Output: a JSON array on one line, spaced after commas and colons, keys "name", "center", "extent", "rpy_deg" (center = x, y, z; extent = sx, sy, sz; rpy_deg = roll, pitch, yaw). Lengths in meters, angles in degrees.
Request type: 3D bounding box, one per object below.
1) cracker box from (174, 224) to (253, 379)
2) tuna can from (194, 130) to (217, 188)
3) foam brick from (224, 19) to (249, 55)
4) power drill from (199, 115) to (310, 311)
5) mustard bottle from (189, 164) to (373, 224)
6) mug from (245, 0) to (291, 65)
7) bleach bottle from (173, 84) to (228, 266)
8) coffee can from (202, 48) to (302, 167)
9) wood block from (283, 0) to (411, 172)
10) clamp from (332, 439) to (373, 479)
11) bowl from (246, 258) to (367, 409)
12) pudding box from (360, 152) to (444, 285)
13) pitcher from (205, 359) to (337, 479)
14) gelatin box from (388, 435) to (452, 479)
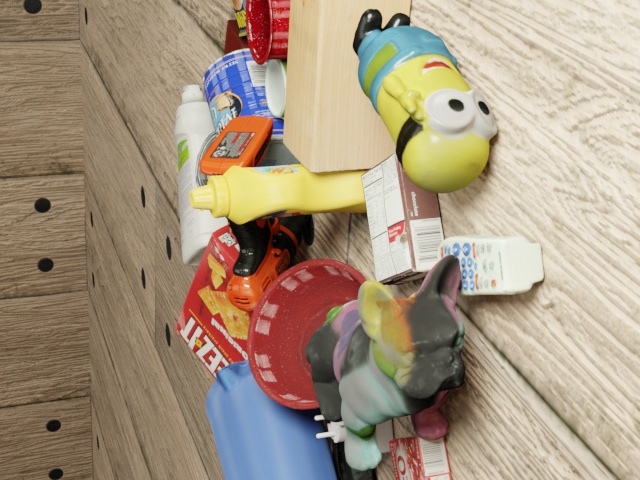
[{"name": "cracker box", "center": [-0.092, 0.099, 1.330], "extent": [0.164, 0.072, 0.214], "rpy_deg": [49, 141, 18]}, {"name": "tuna can", "center": [-0.124, -0.096, 1.363], "extent": [0.086, 0.033, 0.086], "rpy_deg": [-20, 64, 49]}, {"name": "foam brick", "center": [-0.086, -0.243, 1.355], "extent": [0.078, 0.053, 0.051], "rpy_deg": [-122, 32, -49]}, {"name": "power drill", "center": [-0.067, -0.042, 1.190], "extent": [0.184, 0.057, 0.187], "rpy_deg": [-64, -32, -48]}, {"name": "mustard bottle", "center": [-0.034, -0.049, 1.055], "extent": [0.096, 0.191, 0.058], "rpy_deg": [-167, 73, -70]}, {"name": "mug", "center": [-0.034, -0.242, 1.165], "extent": [0.117, 0.081, 0.093], "rpy_deg": [-140, 47, -63]}, {"name": "bleach bottle", "center": [-0.160, -0.097, 1.450], "extent": [0.103, 0.068, 0.251], "rpy_deg": [-37, 57, 56]}, {"name": "coffee can", "center": [-0.079, -0.145, 1.287], "extent": [0.103, 0.102, 0.140], "rpy_deg": [113, 146, -54]}, {"name": "wood block", "center": [0.023, -0.178, 1.010], "extent": [0.090, 0.090, 0.206], "rpy_deg": [-129, 38, -58]}, {"name": "clamp", "center": [0.039, 0.284, 1.174], "extent": [0.120, 0.039, 0.171], "rpy_deg": [141, 121, -64]}, {"name": "bowl", "center": [0.003, 0.103, 1.127], "extent": [0.162, 0.055, 0.162], "rpy_deg": [-12, 65, 28]}, {"name": "pudding box", "center": [0.076, -0.020, 0.985], "extent": [0.090, 0.039, 0.113], "rpy_deg": [150, 115, -69]}, {"name": "pitcher", "center": [-0.041, 0.253, 1.181], "extent": [0.243, 0.149, 0.145], "rpy_deg": [-112, 31, -57]}, {"name": "gelatin box", "center": [0.096, 0.229, 1.006], "extent": [0.073, 0.030, 0.089], "rpy_deg": [142, 120, -68]}]
